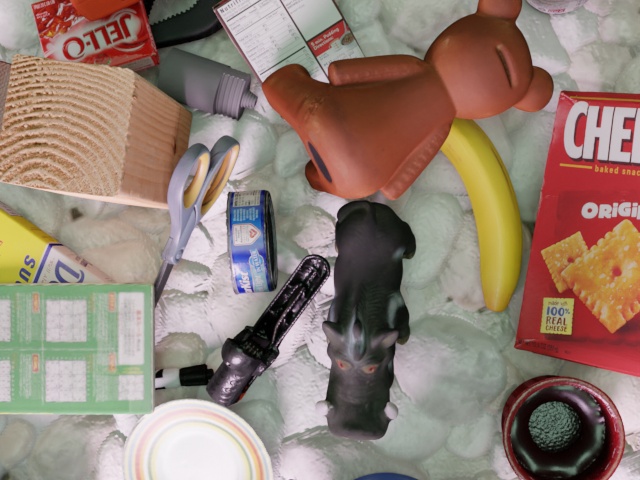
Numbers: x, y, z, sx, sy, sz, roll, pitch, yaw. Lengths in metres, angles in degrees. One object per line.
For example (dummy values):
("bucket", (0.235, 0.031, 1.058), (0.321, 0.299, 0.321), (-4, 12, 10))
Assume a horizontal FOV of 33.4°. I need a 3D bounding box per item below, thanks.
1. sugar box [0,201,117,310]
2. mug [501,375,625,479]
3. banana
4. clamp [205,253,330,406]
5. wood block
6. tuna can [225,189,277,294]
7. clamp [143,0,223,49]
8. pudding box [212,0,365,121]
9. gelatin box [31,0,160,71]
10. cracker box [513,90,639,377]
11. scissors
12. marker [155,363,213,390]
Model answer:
("sugar box", (-0.271, 0.026, 0.914), (0.176, 0.048, 0.093), (34, 91, 6))
("mug", (0.188, 0.164, 0.856), (0.093, 0.081, 0.117), (3, 89, 4))
("banana", (0.128, -0.040, 0.891), (0.070, 0.037, 0.198), (-31, 83, 30))
("clamp", (-0.057, 0.090, 0.841), (0.039, 0.120, 0.172), (42, 135, 12))
("wood block", (-0.167, -0.076, 0.827), (0.090, 0.206, 0.091), (8, 89, 4))
("tuna can", (-0.056, 0.001, 0.877), (0.034, 0.086, 0.086), (-4, 88, 2))
("clamp", (-0.086, -0.234, 0.909), (0.164, 0.036, 0.210), (37, 91, 2))
("pudding box", (-0.023, -0.170, 0.888), (0.090, 0.039, 0.113), (-31, 103, 4))
("gelatin box", (-0.184, -0.170, 0.878), (0.089, 0.030, 0.073), (-17, 82, 0))
("cracker box", (0.250, -0.003, 0.822), (0.164, 0.071, 0.214), (10, 91, 41))
("scissors", (-0.125, 0.000, 0.883), (0.016, 0.096, 0.202), (28, 88, 16))
("marker", (-0.151, 0.121, 0.915), (0.121, 0.020, 0.020), (-6, 88, 4))
